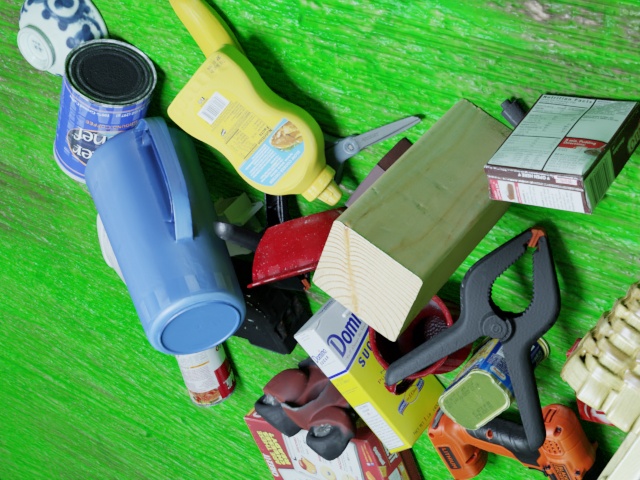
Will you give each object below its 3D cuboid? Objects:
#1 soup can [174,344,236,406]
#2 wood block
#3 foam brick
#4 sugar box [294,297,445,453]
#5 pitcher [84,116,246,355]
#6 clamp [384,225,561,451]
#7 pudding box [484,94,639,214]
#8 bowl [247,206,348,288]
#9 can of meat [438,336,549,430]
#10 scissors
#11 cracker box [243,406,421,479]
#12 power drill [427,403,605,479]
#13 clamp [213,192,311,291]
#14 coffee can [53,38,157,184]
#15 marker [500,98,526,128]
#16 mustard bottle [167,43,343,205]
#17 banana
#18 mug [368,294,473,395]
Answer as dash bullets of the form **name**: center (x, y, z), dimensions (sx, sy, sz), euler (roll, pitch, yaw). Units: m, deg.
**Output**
- **soup can**: center (-0.161, 0.165, 1.452), dimensions (0.069, 0.068, 0.102), euler (9, 129, 38)
- **wood block**: center (0.094, -0.023, 0.932), dimensions (0.090, 0.205, 0.091), euler (36, 142, 13)
- **foam brick**: center (0.071, -0.052, 1.053), dimensions (0.053, 0.051, 0.078), euler (42, 142, 4)
- **sugar box**: center (0.060, 0.142, 1.204), dimensions (0.176, 0.093, 0.048), euler (51, 141, -8)
- **pitcher**: center (-0.165, -0.006, 1.162), dimensions (0.149, 0.145, 0.243), euler (35, -156, -53)
- **clamp**: center (0.176, 0.089, 1.013), dimensions (0.164, 0.036, 0.210), euler (29, 105, 8)
- **pudding box**: center (0.199, -0.073, 0.866), dimensions (0.090, 0.113, 0.039), euler (11, 133, 38)
- **bowl**: center (-0.005, 0.002, 1.109), dimensions (0.162, 0.161, 0.055), euler (-18, 87, 49)
- **can of meat**: center (0.177, 0.140, 1.101), dimensions (0.057, 0.083, 0.102), euler (42, 142, 4)
- **scissors**: center (0.016, -0.108, 1.083), dimensions (0.096, 0.016, 0.202), euler (47, 142, -1)
- **cracker box**: center (0.023, 0.285, 1.386), dimensions (0.214, 0.072, 0.164), euler (2, 124, 43)
- **power drill**: center (0.223, 0.240, 1.168), dimensions (0.188, 0.057, 0.184), euler (1, 132, 41)
- **clamp**: center (-0.058, 0.001, 1.173), dimensions (0.039, 0.120, 0.171), euler (13, 136, 41)
- **coffee can**: center (-0.249, -0.145, 1.226), dimensions (0.103, 0.102, 0.140), euler (38, 141, 10)
- **marker**: center (0.201, -0.077, 0.937), dimensions (0.121, 0.020, 0.020), euler (48, 142, -3)
- **mustard bottle**: center (-0.054, -0.103, 1.076), dimensions (0.191, 0.058, 0.096), euler (40, 119, -8)
- **banana**: center (-0.101, -0.178, 1.112), dimensions (0.070, 0.037, 0.198), euler (1, 124, 40)
- **mug**: center (0.104, 0.108, 1.106), dimensions (0.093, 0.081, 0.117), euler (27, 96, 29)
